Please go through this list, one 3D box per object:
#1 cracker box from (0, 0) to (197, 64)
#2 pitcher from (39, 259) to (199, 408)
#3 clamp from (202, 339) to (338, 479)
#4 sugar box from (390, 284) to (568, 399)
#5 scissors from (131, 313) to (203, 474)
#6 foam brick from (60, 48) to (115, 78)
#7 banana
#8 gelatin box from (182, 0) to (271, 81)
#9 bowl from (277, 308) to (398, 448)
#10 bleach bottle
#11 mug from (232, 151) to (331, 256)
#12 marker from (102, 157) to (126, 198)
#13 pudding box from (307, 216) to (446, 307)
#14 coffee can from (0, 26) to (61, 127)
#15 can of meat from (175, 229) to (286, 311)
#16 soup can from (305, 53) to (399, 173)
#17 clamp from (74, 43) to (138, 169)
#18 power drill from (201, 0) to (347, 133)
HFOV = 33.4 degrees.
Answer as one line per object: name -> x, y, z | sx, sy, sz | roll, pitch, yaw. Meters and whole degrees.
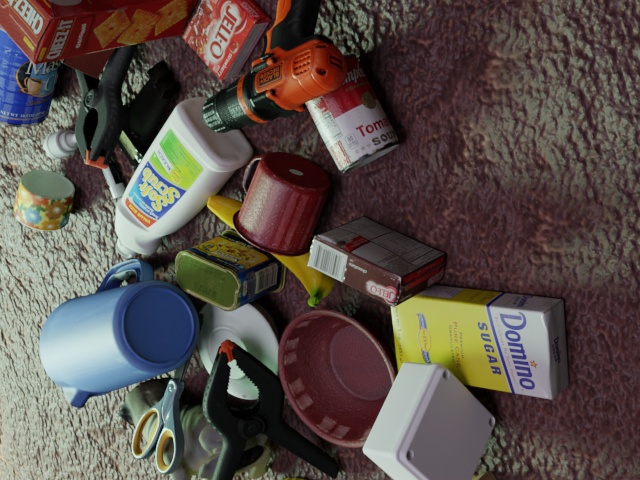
cracker box -> -0.263, -0.284, 1.155 | 0.164, 0.213, 0.072 | 47, 129, 16
pitcher -> -0.242, 0.108, 1.303 | 0.243, 0.144, 0.149 | -20, 96, 57
clamp -> -0.069, 0.211, 1.229 | 0.036, 0.164, 0.210 | -138, 38, -72
sugar box -> 0.157, 0.098, 1.068 | 0.177, 0.048, 0.093 | 5, 111, 39
scissors -> -0.168, 0.194, 1.276 | 0.096, 0.016, 0.202 | 48, 115, 37
foam brick -> -0.282, -0.236, 1.256 | 0.053, 0.051, 0.078 | -55, 43, 13
banana -> -0.045, 0.006, 1.183 | 0.198, 0.069, 0.037 | 40, 105, 32
gelatin box -> -0.104, -0.232, 1.168 | 0.073, 0.030, 0.089 | 48, 129, 14
bowl -> 0.031, 0.144, 1.179 | 0.162, 0.055, 0.162 | 14, 114, 34
bleach bottle -> -0.180, -0.054, 1.273 | 0.102, 0.067, 0.251 | 52, 132, 13
mug -> -0.045, -0.049, 1.154 | 0.117, 0.093, 0.082 | 48, 126, 39
marker -> -0.276, -0.112, 1.356 | 0.020, 0.020, 0.121 | -19, 93, 41
pudding box -> 0.059, 0.020, 1.090 | 0.114, 0.089, 0.039 | 27, 119, 29
coffee can -> -0.378, -0.229, 1.340 | 0.103, 0.102, 0.140 | 40, 126, 21
can of meat -> -0.104, 0.035, 1.229 | 0.102, 0.083, 0.057 | 22, 118, 31
soup can -> 0.028, -0.127, 1.076 | 0.069, 0.068, 0.102 | -28, 88, 41
clamp -> -0.268, -0.169, 1.282 | 0.120, 0.039, 0.171 | -4, 73, 52
power drill -> -0.048, -0.208, 1.063 | 0.185, 0.057, 0.187 | -15, 68, 40
